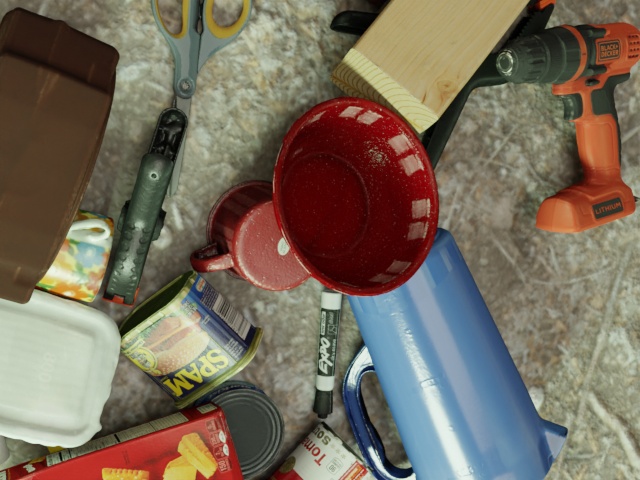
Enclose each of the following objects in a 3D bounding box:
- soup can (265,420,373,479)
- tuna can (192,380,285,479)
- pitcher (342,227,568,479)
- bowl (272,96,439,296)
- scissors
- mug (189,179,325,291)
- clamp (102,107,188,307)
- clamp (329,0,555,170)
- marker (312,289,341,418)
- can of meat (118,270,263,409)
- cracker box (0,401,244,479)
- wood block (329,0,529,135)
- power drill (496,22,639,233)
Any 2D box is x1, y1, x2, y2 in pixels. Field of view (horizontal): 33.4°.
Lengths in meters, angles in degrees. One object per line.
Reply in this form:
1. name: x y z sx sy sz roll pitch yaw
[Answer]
1. soup can: -0.009 0.225 0.979 0.102 0.069 0.068 -46 109 -7
2. tuna can: -0.077 0.171 0.966 0.086 0.034 0.086 -3 100 -17
3. pitcher: 0.102 0.119 0.975 0.149 0.145 0.243 -30 103 -24
4. bowl: 0.018 -0.033 0.872 0.161 0.055 0.162 4 82 -32
5. scissors: -0.099 -0.143 0.918 0.096 0.016 0.202 -10 102 -16
6. mug: -0.056 0.001 0.920 0.117 0.082 0.093 -18 104 -14
7. clamp: -0.145 -0.026 0.887 0.039 0.120 0.172 22 122 -5
8. clamp: 0.120 -0.180 0.972 0.210 0.036 0.164 -38 102 -12
9. marker: 0.006 0.106 0.991 0.020 0.020 0.121 2 99 -18
10. can of meat: -0.114 0.083 0.911 0.102 0.057 0.084 -35 109 29
11. cracker box: -0.161 0.245 0.879 0.213 0.072 0.164 -16 92 -16
12. wood block: 0.111 -0.196 0.905 0.091 0.090 0.206 39 76 -5
13. power drill: 0.234 -0.105 0.987 0.184 0.057 0.188 -14 107 -36
